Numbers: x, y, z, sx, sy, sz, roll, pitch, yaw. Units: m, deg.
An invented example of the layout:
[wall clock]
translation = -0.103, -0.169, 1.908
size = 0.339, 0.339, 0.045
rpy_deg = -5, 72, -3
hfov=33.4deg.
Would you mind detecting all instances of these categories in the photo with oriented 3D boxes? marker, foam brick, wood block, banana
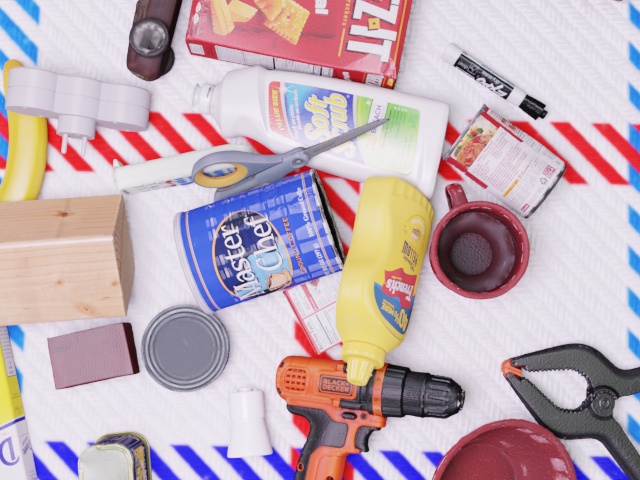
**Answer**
[marker]
translation = 0.177, -0.159, 1.077
size = 0.121, 0.020, 0.020
rpy_deg = 34, 86, 3
[foam brick]
translation = -0.221, 0.112, 1.044
size = 0.078, 0.051, 0.053
rpy_deg = -11, 85, -1
[wood block]
translation = -0.289, 0.020, 1.014
size = 0.206, 0.091, 0.090
rpy_deg = -4, 120, -1
[banana]
translation = -0.308, -0.081, 1.066
size = 0.069, 0.037, 0.198
rpy_deg = 14, 86, 0

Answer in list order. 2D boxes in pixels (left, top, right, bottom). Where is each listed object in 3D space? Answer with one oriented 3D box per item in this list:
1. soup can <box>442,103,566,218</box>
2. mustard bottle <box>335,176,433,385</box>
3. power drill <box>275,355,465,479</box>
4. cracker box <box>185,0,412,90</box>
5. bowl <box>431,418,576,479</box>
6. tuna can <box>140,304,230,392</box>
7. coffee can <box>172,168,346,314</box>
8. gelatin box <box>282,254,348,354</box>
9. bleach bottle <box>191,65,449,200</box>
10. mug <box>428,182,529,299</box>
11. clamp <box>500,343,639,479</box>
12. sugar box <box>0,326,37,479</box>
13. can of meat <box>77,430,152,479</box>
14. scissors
[soup can]
translation = 0.181, -0.077, 1.046
size = 0.102, 0.068, 0.068
rpy_deg = 37, 87, 2
[mustard bottle]
translation = 0.055, 0.043, 0.998
size = 0.058, 0.096, 0.191
rpy_deg = 2, 65, 31
[power drill]
translation = 0.039, 0.208, 1.016
size = 0.185, 0.057, 0.187
rpy_deg = 5, 84, 18
[cracker box]
translation = -0.015, -0.250, 1.059
size = 0.213, 0.072, 0.164
rpy_deg = 11, 86, 1
[bowl]
translation = 0.162, 0.243, 1.013
size = 0.161, 0.055, 0.162
rpy_deg = -1, 94, -21
[tuna can]
translation = -0.132, 0.106, 1.052
size = 0.086, 0.034, 0.086
rpy_deg = 0, 86, 1
[coffee can]
translation = -0.057, 0.001, 1.017
size = 0.140, 0.102, 0.103
rpy_deg = -18, 86, 5
[gelatin box]
translation = 0.018, 0.061, 1.056
size = 0.089, 0.030, 0.073
rpy_deg = -28, 87, -3
[bleach bottle]
translation = -0.004, -0.111, 1.055
size = 0.251, 0.068, 0.102
rpy_deg = 11, 90, 4
[mug]
translation = 0.144, 0.001, 1.033
size = 0.093, 0.081, 0.117
rpy_deg = -22, 86, -1
[clamp]
translation = 0.282, 0.150, 1.043
size = 0.210, 0.036, 0.164
rpy_deg = 26, 87, 3
[sugar box]
translation = -0.343, 0.160, 1.044
size = 0.093, 0.048, 0.176
rpy_deg = -13, 85, -1
[can of meat]
translation = -0.195, 0.238, 1.017
size = 0.057, 0.084, 0.102
rpy_deg = -5, 86, 0
[scissors]
translation = -0.040, -0.082, 1.008
size = 0.202, 0.096, 0.016
rpy_deg = -32, 49, 33
